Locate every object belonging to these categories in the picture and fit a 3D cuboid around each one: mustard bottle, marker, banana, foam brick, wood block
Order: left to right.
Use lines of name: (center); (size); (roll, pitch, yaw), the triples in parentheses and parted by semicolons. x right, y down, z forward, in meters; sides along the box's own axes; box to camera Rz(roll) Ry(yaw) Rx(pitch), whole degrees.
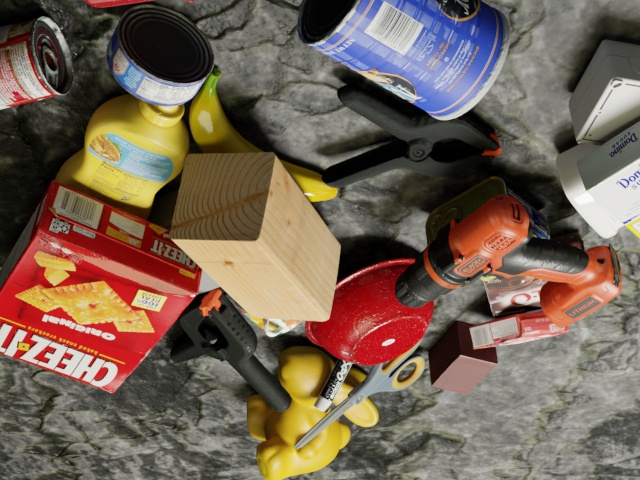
mustard bottle: (-0.178, -0.084, 1.005); (0.096, 0.058, 0.192); (24, 136, -20)
banana: (-0.065, -0.083, 1.024); (0.070, 0.037, 0.197); (-23, 136, 28)
wood block: (-0.057, 0.002, 1.043); (0.091, 0.090, 0.206); (1, 157, 20)
marker: (0.027, 0.148, 1.274); (0.020, 0.020, 0.121); (27, 92, -30)
foam brick: (0.172, 0.143, 1.299); (0.053, 0.051, 0.078); (16, 138, -18)

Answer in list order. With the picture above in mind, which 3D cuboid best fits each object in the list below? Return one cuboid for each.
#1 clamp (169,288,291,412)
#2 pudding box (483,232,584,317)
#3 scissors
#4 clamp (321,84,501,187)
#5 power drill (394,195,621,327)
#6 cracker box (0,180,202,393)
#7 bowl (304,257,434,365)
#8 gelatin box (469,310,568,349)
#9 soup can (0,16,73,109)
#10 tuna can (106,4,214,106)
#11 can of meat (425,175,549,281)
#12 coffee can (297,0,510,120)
clamp: (-0.104, 0.123, 1.218); (0.164, 0.036, 0.210); (25, 151, 10)
pudding box: (0.238, 0.040, 1.180); (0.113, 0.039, 0.090); (-10, 142, 12)
scissors: (0.058, 0.190, 1.293); (0.202, 0.016, 0.096); (-49, 138, -2)
clamp: (0.083, -0.088, 1.019); (0.171, 0.039, 0.120); (10, 142, -13)
power drill: (0.190, 0.034, 1.068); (0.187, 0.057, 0.185); (16, 146, -26)
cracker box: (-0.235, 0.056, 1.066); (0.164, 0.072, 0.214); (24, 134, -20)
bowl: (0.066, 0.091, 1.186); (0.162, 0.055, 0.162); (-18, 147, -12)
gelatin box: (0.228, 0.103, 1.228); (0.073, 0.030, 0.089); (-3, 169, -32)
soup can: (-0.274, -0.147, 0.916); (0.102, 0.068, 0.068); (-11, 140, 14)
tuna can: (-0.135, -0.155, 0.895); (0.086, 0.086, 0.034); (18, 139, -22)
can of meat: (0.174, -0.009, 1.106); (0.102, 0.057, 0.083); (-31, 134, 32)
coffee can: (0.067, -0.173, 0.862); (0.140, 0.103, 0.103); (25, 135, -28)
